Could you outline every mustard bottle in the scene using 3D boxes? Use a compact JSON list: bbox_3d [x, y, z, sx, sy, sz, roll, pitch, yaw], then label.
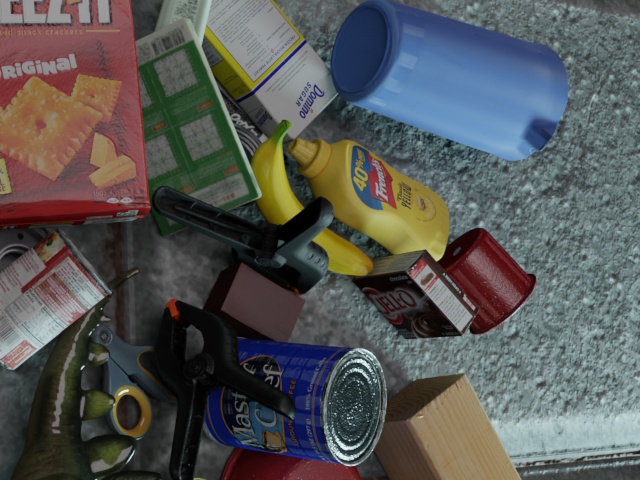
[{"bbox_3d":[0.046,-0.050,1.095,0.191,0.058,0.096,31,43,-25],"label":"mustard bottle"}]

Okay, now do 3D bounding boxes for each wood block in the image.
[{"bbox_3d":[0.140,0.249,1.085,0.090,0.090,0.206,-31,96,-32],"label":"wood block"}]

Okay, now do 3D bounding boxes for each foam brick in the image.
[{"bbox_3d":[-0.065,0.065,1.023,0.078,0.051,0.053,33,66,-21],"label":"foam brick"}]

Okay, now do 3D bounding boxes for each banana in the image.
[{"bbox_3d":[-0.018,-0.026,1.036,0.197,0.070,0.037,58,26,-35],"label":"banana"}]

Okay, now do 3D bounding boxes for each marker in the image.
[{"bbox_3d":[-0.077,-0.115,1.071,0.121,0.020,0.020,44,62,-15],"label":"marker"}]

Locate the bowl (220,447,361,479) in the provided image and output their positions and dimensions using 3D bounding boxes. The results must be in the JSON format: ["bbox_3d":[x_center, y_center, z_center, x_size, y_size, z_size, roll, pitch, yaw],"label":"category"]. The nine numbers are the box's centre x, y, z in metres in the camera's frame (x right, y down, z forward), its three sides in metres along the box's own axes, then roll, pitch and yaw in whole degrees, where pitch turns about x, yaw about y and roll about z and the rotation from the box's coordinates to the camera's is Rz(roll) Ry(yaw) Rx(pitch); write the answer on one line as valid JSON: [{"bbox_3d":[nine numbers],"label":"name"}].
[{"bbox_3d":[-0.015,0.250,1.014,0.161,0.055,0.162,6,78,-30],"label":"bowl"}]

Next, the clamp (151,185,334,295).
[{"bbox_3d":[-0.056,0.001,0.988,0.165,0.210,0.036,8,70,12],"label":"clamp"}]

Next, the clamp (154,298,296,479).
[{"bbox_3d":[-0.106,0.126,0.926,0.120,0.172,0.039,-36,139,-4],"label":"clamp"}]

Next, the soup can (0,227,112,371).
[{"bbox_3d":[-0.227,0.047,0.849,0.102,0.068,0.068,-39,102,-8],"label":"soup can"}]

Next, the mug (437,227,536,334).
[{"bbox_3d":[0.161,0.048,1.146,0.117,0.093,0.081,-42,99,8],"label":"mug"}]

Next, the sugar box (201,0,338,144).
[{"bbox_3d":[-0.065,-0.190,1.078,0.176,0.048,0.093,51,61,-16],"label":"sugar box"}]

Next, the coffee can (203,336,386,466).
[{"bbox_3d":[-0.026,0.142,0.960,0.102,0.141,0.103,-2,93,-55],"label":"coffee can"}]

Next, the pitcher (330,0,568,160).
[{"bbox_3d":[0.130,-0.178,1.128,0.242,0.149,0.145,11,84,-36],"label":"pitcher"}]

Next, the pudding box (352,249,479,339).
[{"bbox_3d":[0.095,0.056,1.083,0.090,0.114,0.039,47,64,-14],"label":"pudding box"}]

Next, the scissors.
[{"bbox_3d":[-0.194,0.104,0.927,0.201,0.016,0.096,39,66,-38],"label":"scissors"}]

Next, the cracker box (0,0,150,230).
[{"bbox_3d":[-0.232,-0.119,0.876,0.164,0.072,0.214,-4,85,-19],"label":"cracker box"}]
